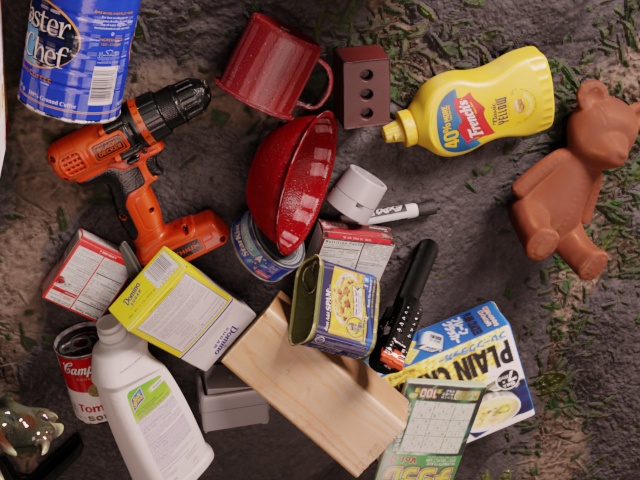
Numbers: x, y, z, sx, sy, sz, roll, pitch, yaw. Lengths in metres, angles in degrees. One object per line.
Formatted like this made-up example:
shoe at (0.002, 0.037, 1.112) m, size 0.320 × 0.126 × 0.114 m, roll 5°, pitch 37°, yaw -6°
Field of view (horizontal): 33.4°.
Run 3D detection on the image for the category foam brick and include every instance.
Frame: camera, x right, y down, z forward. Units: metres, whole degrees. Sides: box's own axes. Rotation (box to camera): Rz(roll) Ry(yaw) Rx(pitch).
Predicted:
foam brick at (0.044, -0.165, 1.148) m, size 0.053 × 0.051 × 0.078 m, roll -8°, pitch 120°, yaw -10°

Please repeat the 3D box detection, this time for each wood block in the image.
wood block at (-0.003, 0.165, 1.249) m, size 0.206 × 0.090 × 0.090 m, roll 41°, pitch 103°, yaw -2°

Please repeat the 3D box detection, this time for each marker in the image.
marker at (0.082, -0.030, 1.251) m, size 0.121 × 0.020 × 0.020 m, roll -10°, pitch 120°, yaw -9°

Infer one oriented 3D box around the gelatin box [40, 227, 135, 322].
gelatin box at (-0.260, 0.040, 1.197) m, size 0.073 × 0.030 × 0.089 m, roll 28°, pitch 109°, yaw -27°

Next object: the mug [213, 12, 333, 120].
mug at (-0.040, -0.176, 1.099) m, size 0.117 × 0.093 × 0.081 m, roll 23°, pitch 106°, yaw -18°

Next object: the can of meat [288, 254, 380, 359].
can of meat at (0.017, 0.076, 1.193) m, size 0.083 × 0.102 × 0.058 m, roll 17°, pitch 156°, yaw -25°

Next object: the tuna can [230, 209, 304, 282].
tuna can at (-0.058, 0.001, 1.191) m, size 0.086 × 0.086 × 0.034 m, roll 36°, pitch 128°, yaw -28°

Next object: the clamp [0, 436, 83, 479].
clamp at (-0.372, 0.299, 1.306) m, size 0.120 × 0.039 × 0.172 m, roll 18°, pitch 113°, yaw -21°

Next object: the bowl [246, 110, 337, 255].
bowl at (-0.036, -0.068, 1.145) m, size 0.055 × 0.161 × 0.162 m, roll 19°, pitch 117°, yaw 15°

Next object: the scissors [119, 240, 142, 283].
scissors at (-0.213, 0.063, 1.186) m, size 0.096 × 0.016 × 0.201 m, roll -19°, pitch 147°, yaw 11°

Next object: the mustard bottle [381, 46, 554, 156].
mustard bottle at (0.161, -0.145, 1.186) m, size 0.191 × 0.058 × 0.096 m, roll -17°, pitch 126°, yaw -4°

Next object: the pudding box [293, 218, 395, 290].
pudding box at (0.027, 0.031, 1.249) m, size 0.090 × 0.039 × 0.114 m, roll 8°, pitch 127°, yaw -17°

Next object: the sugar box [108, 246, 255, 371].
sugar box at (-0.149, 0.079, 1.186) m, size 0.093 × 0.048 × 0.176 m, roll -48°, pitch 152°, yaw -1°

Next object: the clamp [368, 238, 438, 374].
clamp at (0.092, 0.086, 1.224) m, size 0.036 × 0.210 × 0.165 m, roll 27°, pitch 103°, yaw -3°

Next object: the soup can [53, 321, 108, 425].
soup can at (-0.264, 0.154, 1.237) m, size 0.068 × 0.068 × 0.102 m, roll -13°, pitch 121°, yaw -7°

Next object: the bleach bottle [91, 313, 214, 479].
bleach bottle at (-0.200, 0.183, 1.225) m, size 0.102 × 0.068 × 0.251 m, roll -45°, pitch 135°, yaw -38°

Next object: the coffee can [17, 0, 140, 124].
coffee can at (-0.232, -0.197, 1.031) m, size 0.102 × 0.103 × 0.140 m, roll 7°, pitch 116°, yaw -18°

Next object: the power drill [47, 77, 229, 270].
power drill at (-0.171, -0.067, 1.147) m, size 0.184 × 0.057 × 0.187 m, roll -25°, pitch 119°, yaw 4°
